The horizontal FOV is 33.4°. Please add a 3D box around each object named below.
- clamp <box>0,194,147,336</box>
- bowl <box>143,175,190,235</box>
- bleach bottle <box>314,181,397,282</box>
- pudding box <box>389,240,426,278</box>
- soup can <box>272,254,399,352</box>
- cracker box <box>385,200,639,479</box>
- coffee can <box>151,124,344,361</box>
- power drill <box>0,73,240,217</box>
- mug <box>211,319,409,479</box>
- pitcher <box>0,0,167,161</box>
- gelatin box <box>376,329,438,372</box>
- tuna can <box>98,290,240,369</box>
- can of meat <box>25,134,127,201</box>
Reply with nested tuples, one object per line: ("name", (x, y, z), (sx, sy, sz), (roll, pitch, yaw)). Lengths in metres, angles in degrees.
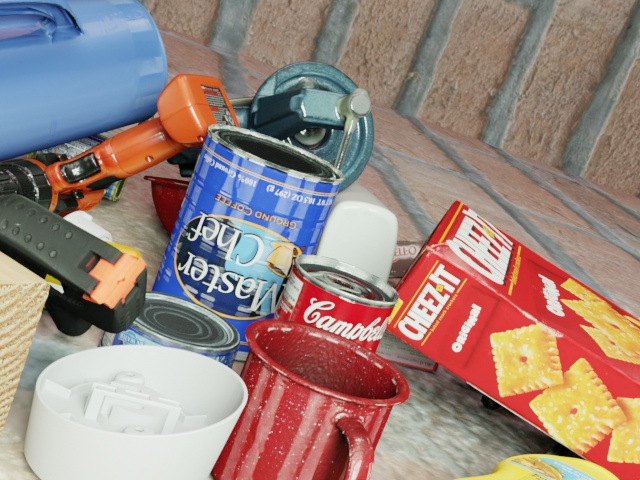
("clamp", (-0.145, 0.016, 0.577), (0.210, 0.036, 0.164), (13, -28, 49))
("bowl", (-0.079, -0.019, 0.941), (0.162, 0.055, 0.162), (9, 3, -1))
("bleach bottle", (0.017, -0.008, 1.039), (0.068, 0.102, 0.251), (14, 8, -9))
("pudding box", (0.104, 0.019, 1.035), (0.113, 0.039, 0.090), (1, -3, -10))
("soup can", (-0.001, 0.068, 0.660), (0.068, 0.102, 0.068), (20, 13, -5))
("cracker box", (0.157, 0.066, 0.733), (0.214, 0.072, 0.164), (34, 17, 4))
("coffee can", (-0.055, 0.001, 0.761), (0.102, 0.140, 0.103), (20, 13, -5))
("power drill", (-0.164, -0.065, 0.814), (0.188, 0.057, 0.184), (-22, 2, 15))
("mug", (-0.005, 0.103, 0.562), (0.093, 0.081, 0.117), (13, 15, -30))
("pitcher", (-0.240, -0.130, 0.824), (0.242, 0.145, 0.149), (-19, 23, -37))
("gelatin box", (0.050, 0.072, 0.879), (0.089, 0.030, 0.073), (15, 15, -23))
("tuna can", (-0.095, 0.064, 0.682), (0.086, 0.034, 0.086), (20, 13, -5))
("can of meat", (-0.215, -0.074, 0.969), (0.084, 0.057, 0.102), (21, -1, -9))
